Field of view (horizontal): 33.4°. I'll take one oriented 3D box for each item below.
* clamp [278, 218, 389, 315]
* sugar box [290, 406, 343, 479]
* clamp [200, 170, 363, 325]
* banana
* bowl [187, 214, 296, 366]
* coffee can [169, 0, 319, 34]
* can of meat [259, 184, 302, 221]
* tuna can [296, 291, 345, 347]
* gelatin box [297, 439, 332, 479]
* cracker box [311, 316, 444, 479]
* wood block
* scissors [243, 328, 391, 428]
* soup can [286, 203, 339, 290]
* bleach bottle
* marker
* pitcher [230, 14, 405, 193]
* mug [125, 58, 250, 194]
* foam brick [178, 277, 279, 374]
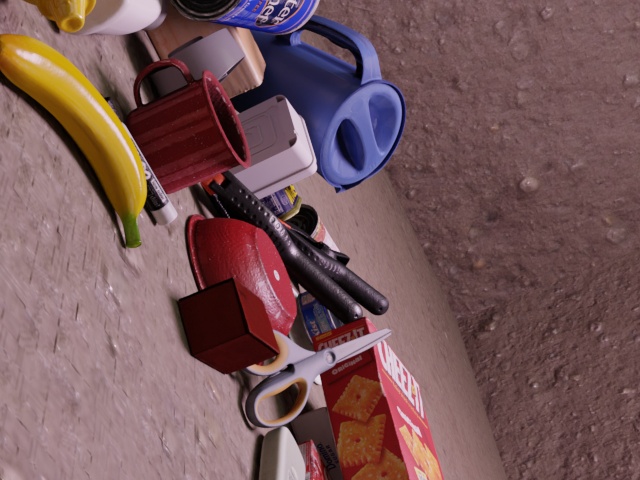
[{"bbox_3d":[0.007,0.029,1.222,0.171,0.039,0.120,27,8,-46],"label":"clamp"},{"bbox_3d":[0.024,0.221,1.122,0.176,0.048,0.093,33,36,-76],"label":"sugar box"},{"bbox_3d":[-0.057,0.001,1.112,0.210,0.036,0.165,49,-16,-27],"label":"clamp"},{"bbox_3d":[-0.169,-0.082,0.757,0.069,0.037,0.197,-104,168,-47],"label":"banana"},{"bbox_3d":[-0.066,0.040,1.009,0.162,0.055,0.162,-22,90,-81],"label":"bowl"},{"bbox_3d":[-0.075,-0.261,1.056,0.140,0.103,0.103,-10,77,-61],"label":"coffee can"},{"bbox_3d":[-0.067,-0.066,1.256,0.084,0.057,0.102,63,9,-11],"label":"can of meat"},{"bbox_3d":[0.006,0.094,1.227,0.086,0.034,0.086,-24,90,-79],"label":"tuna can"},{"bbox_3d":[-0.005,0.236,0.968,0.089,0.030,0.073,-90,156,-67],"label":"gelatin box"},{"bbox_3d":[0.070,0.207,1.065,0.164,0.072,0.214,55,17,-47],"label":"cracker box"},{"bbox_3d":[-0.144,-0.255,1.156,0.091,0.090,0.206,-88,154,-66],"label":"wood block"},{"bbox_3d":[-0.009,0.097,0.983,0.201,0.016,0.096,-38,102,-44],"label":"scissors"},{"bbox_3d":[-0.016,0.011,1.330,0.102,0.068,0.068,58,13,-47],"label":"soup can"},{"bbox_3d":[-0.181,-0.225,0.960,0.250,0.068,0.102,-41,109,-83],"label":"bleach bottle"},{"bbox_3d":[-0.153,-0.066,0.871,0.020,0.020,0.121,-95,160,-62],"label":"marker"},{"bbox_3d":[-0.024,-0.181,1.260,0.243,0.149,0.144,36,-3,35],"label":"pitcher"},{"bbox_3d":[-0.122,-0.101,0.934,0.093,0.081,0.117,-90,156,-67],"label":"mug"},{"bbox_3d":[-0.075,0.072,0.887,0.078,0.051,0.053,49,20,-64],"label":"foam brick"}]
